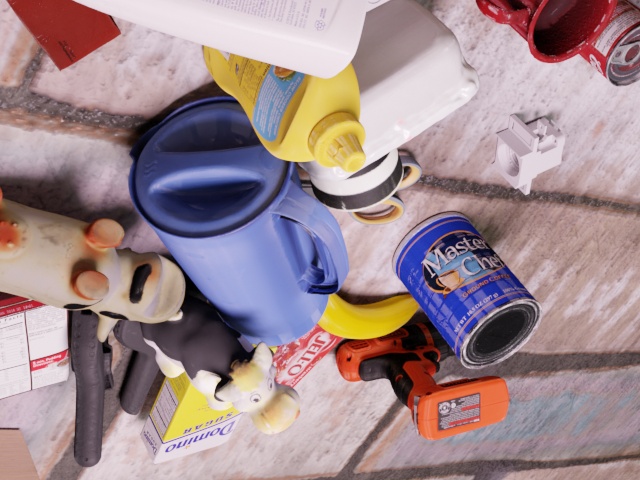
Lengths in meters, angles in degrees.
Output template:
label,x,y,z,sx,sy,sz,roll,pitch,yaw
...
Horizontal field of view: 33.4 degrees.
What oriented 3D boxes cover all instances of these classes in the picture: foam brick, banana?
label,x,y,z,sx,sy,sz,roll,pitch,yaw
foam brick,-0.182,-0.166,0.726,0.053,0.051,0.078,-32,143,-3
banana,0.043,0.075,1.161,0.197,0.037,0.069,21,98,-50

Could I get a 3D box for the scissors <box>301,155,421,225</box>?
label,x,y,z,sx,sy,sz,roll,pitch,yaw
scissors,0.021,-0.059,1.022,0.201,0.016,0.096,17,125,-45

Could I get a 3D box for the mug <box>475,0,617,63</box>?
label,x,y,z,sx,sy,sz,roll,pitch,yaw
mug,0.187,-0.213,0.930,0.117,0.081,0.093,-17,139,-22

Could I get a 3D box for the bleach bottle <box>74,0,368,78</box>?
label,x,y,z,sx,sy,sz,roll,pitch,yaw
bleach bottle,-0.094,-0.183,0.675,0.250,0.102,0.068,14,167,-18

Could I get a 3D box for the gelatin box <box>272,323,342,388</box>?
label,x,y,z,sx,sy,sz,roll,pitch,yaw
gelatin box,-0.028,0.117,1.167,0.089,0.030,0.073,-45,142,14

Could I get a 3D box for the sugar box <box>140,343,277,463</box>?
label,x,y,z,sx,sy,sz,roll,pitch,yaw
sugar box,-0.116,0.155,1.082,0.093,0.048,0.176,-11,142,-33

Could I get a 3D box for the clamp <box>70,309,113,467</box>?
label,x,y,z,sx,sy,sz,roll,pitch,yaw
clamp,-0.210,0.108,0.986,0.039,0.120,0.171,2,114,-11

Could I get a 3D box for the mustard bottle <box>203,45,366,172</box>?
label,x,y,z,sx,sy,sz,roll,pitch,yaw
mustard bottle,-0.021,-0.115,0.787,0.058,0.192,0.096,1,130,-38

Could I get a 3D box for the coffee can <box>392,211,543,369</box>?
label,x,y,z,sx,sy,sz,roll,pitch,yaw
coffee can,0.156,0.052,1.145,0.102,0.140,0.103,-21,141,-18

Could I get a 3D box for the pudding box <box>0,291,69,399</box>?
label,x,y,z,sx,sy,sz,roll,pitch,yaw
pudding box,-0.271,0.089,0.947,0.089,0.039,0.113,-14,136,-24

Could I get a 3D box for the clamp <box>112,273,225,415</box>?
label,x,y,z,sx,sy,sz,roll,pitch,yaw
clamp,-0.138,0.083,1.041,0.164,0.036,0.210,-25,145,-14

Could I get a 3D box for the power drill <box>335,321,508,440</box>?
label,x,y,z,sx,sy,sz,roll,pitch,yaw
power drill,0.131,0.147,1.195,0.184,0.188,0.057,-13,111,-18

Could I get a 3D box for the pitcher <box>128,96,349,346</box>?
label,x,y,z,sx,sy,sz,roll,pitch,yaw
pitcher,-0.056,0.001,0.922,0.145,0.149,0.243,-20,148,1
